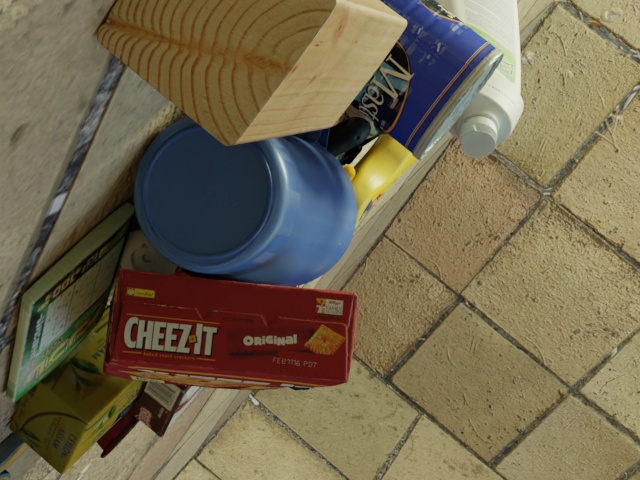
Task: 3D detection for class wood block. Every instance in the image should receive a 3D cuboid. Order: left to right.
[{"bbox_3d":[-0.027,-0.118,0.603,0.090,0.091,0.206,-52,175,15],"label":"wood block"}]

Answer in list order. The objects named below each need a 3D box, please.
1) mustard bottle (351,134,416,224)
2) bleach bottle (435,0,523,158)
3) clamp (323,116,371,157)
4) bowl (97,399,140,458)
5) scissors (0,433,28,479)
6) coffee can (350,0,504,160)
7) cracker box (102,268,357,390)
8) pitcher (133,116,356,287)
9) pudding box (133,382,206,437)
[{"bbox_3d":[0.050,-0.065,1.345,0.191,0.058,0.096,-48,-176,-17],"label":"mustard bottle"},{"bbox_3d":[0.129,-0.169,0.943,0.068,0.102,0.250,-49,-156,40],"label":"bleach bottle"},{"bbox_3d":[-0.025,-0.071,0.969,0.171,0.039,0.120,-52,-153,4],"label":"clamp"},{"bbox_3d":[-0.191,0.144,1.098,0.162,0.055,0.162,-49,-175,6],"label":"bowl"},{"bbox_3d":[-0.301,0.208,0.918,0.096,0.016,0.202,-52,175,-4],"label":"scissors"},{"bbox_3d":[0.053,-0.144,0.813,0.103,0.140,0.103,-50,174,-7],"label":"coffee can"},{"bbox_3d":[-0.079,0.074,0.808,0.214,0.164,0.072,147,-52,-75],"label":"cracker box"},{"bbox_3d":[-0.050,-0.039,0.815,0.145,0.149,0.242,-20,175,9],"label":"pitcher"},{"bbox_3d":[-0.121,0.120,0.969,0.090,0.039,0.114,-48,175,-35],"label":"pudding box"}]
